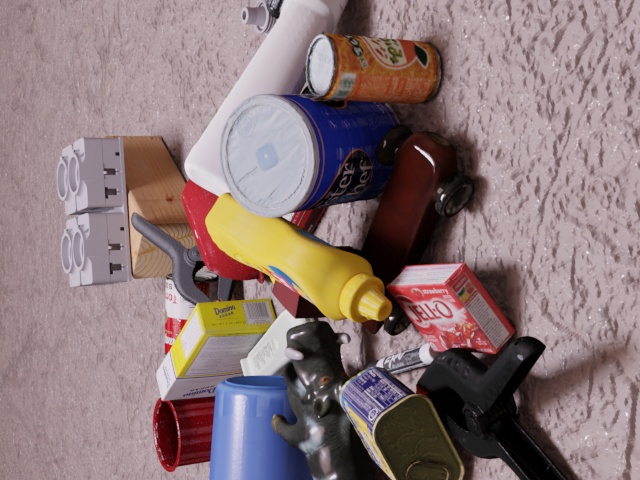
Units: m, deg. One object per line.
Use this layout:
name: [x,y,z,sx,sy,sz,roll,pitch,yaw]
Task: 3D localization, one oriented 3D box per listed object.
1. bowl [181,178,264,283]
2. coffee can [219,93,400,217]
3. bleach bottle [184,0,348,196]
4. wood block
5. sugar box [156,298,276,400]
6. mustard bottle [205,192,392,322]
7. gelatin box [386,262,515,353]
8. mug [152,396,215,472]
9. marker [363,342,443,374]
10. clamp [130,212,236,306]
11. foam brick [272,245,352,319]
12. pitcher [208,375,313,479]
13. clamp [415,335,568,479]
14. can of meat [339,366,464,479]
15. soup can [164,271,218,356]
bowl: [-0.116,-0.018,1.202,0.162,0.055,0.162,160,90,-81]
coffee can: [-0.005,-0.078,0.936,0.103,0.140,0.103,7,101,36]
bleach bottle: [-0.040,-0.159,1.018,0.251,0.068,0.102,-61,0,-7]
wood block: [-0.233,-0.049,1.439,0.206,0.090,0.090,56,139,44]
sugar box: [-0.125,0.130,1.254,0.176,0.093,0.048,-51,47,50]
mustard bottle: [-0.011,0.021,0.919,0.192,0.096,0.058,29,83,41]
gelatin box: [0.103,0.055,0.859,0.073,0.030,0.089,53,155,-16]
mug: [-0.160,0.242,1.341,0.117,0.081,0.093,-46,53,53]
marker: [0.073,0.110,0.967,0.121,0.020,0.020,-30,66,59]
clamp: [-0.142,0.010,1.300,0.171,0.120,0.039,58,180,11]
foam brick: [0.002,0.039,1.030,0.051,0.078,0.053,48,133,51]
pitcher: [-0.058,0.267,1.126,0.149,0.144,0.243,2,90,48]
clamp: [0.130,0.124,0.812,0.210,0.036,0.164,26,138,62]
can of meat: [0.067,0.164,0.908,0.102,0.057,0.084,62,168,-22]
soup can: [-0.162,0.094,1.346,0.069,0.068,0.102,15,105,60]
